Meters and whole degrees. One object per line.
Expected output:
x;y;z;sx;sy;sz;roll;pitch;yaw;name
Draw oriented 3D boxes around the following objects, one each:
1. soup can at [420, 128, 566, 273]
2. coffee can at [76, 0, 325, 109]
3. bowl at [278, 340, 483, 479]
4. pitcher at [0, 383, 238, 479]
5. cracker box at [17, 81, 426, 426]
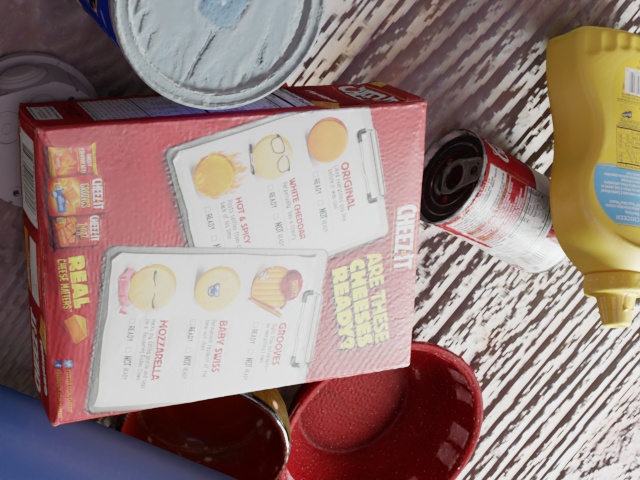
0.121;-0.024;0.728;0.102;0.069;0.068;25;102;-32;soup can
-0.070;-0.136;0.543;0.102;0.140;0.103;-10;118;-20;coffee can
0.035;0.131;0.772;0.162;0.055;0.162;-10;118;-20;bowl
-0.140;0.181;0.631;0.242;0.145;0.149;28;59;-13;pitcher
-0.054;0.001;0.594;0.213;0.072;0.164;-7;112;-23;cracker box
